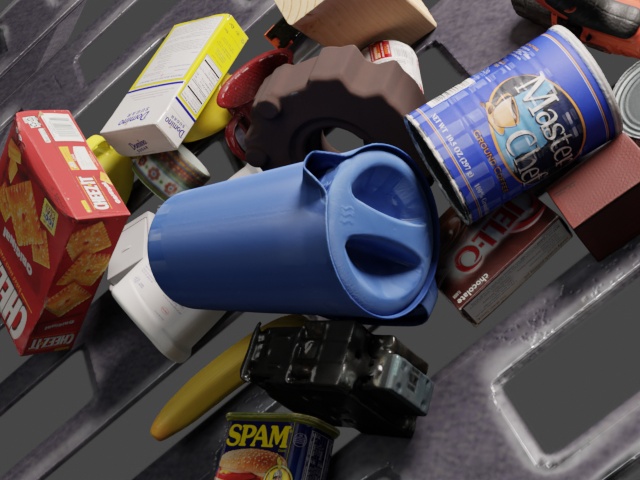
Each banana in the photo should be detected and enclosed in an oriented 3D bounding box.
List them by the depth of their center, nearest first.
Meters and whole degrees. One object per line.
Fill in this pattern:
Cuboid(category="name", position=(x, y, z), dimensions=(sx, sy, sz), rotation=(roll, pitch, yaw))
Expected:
Cuboid(category="banana", position=(-0.075, 0.117, 0.974), dimensions=(0.198, 0.037, 0.069), rotation=(-34, 6, 20))

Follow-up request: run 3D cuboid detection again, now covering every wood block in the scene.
Cuboid(category="wood block", position=(0.026, -0.239, 1.021), dimensions=(0.091, 0.205, 0.090), rotation=(-33, 74, 17))

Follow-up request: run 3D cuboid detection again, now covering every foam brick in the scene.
Cuboid(category="foam brick", position=(0.227, -0.034, 0.831), dimensions=(0.078, 0.051, 0.053), rotation=(-37, 43, 13))

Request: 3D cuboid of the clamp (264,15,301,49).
Cuboid(category="clamp", position=(0.018, -0.284, 1.156), dimensions=(0.210, 0.036, 0.164), rotation=(-43, 6, 14))

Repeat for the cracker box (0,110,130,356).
Cuboid(category="cracker box", position=(-0.296, -0.007, 1.139), dimensions=(0.164, 0.071, 0.214), rotation=(55, 131, 29))

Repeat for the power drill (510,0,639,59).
Cuboid(category="power drill", position=(0.186, -0.213, 0.898), dimensions=(0.185, 0.187, 0.057), rotation=(33, 105, 49))

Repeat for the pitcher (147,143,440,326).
Cuboid(category="pitcher", position=(-0.026, 0.008, 0.887), dimensions=(0.243, 0.144, 0.149), rotation=(-5, 92, 44))

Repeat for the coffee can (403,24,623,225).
Cuboid(category="coffee can", position=(0.152, -0.091, 0.850), dimensions=(0.140, 0.102, 0.103), rotation=(-31, 44, 2))

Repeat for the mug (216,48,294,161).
Cuboid(category="mug", position=(-0.053, -0.129, 1.096), dimensions=(0.093, 0.081, 0.117), rotation=(0, 46, 46))

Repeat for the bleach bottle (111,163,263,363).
Cuboid(category="bleach bottle", position=(-0.083, -0.001, 1.054), dimensions=(0.251, 0.068, 0.103), rotation=(-44, 74, -2))

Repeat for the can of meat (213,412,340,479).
Cuboid(category="can of meat", position=(-0.041, 0.192, 0.892), dimensions=(0.102, 0.057, 0.084), rotation=(-6, 60, 38))

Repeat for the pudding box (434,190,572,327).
Cuboid(category="pudding box", position=(0.138, 0.003, 0.888), dimensions=(0.113, 0.039, 0.090), rotation=(-46, 42, 4))

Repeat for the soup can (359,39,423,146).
Cuboid(category="soup can", position=(0.068, -0.136, 1.026), dimensions=(0.069, 0.068, 0.102), rotation=(-27, 46, 23))

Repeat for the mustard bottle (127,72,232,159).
Cuboid(category="mustard bottle", position=(-0.149, -0.154, 1.228), dimensions=(0.192, 0.058, 0.096), rotation=(-11, 45, 35))

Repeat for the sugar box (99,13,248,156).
Cuboid(category="sugar box", position=(-0.157, -0.169, 1.159), dimensions=(0.094, 0.048, 0.176), rotation=(-2, 50, 40))
